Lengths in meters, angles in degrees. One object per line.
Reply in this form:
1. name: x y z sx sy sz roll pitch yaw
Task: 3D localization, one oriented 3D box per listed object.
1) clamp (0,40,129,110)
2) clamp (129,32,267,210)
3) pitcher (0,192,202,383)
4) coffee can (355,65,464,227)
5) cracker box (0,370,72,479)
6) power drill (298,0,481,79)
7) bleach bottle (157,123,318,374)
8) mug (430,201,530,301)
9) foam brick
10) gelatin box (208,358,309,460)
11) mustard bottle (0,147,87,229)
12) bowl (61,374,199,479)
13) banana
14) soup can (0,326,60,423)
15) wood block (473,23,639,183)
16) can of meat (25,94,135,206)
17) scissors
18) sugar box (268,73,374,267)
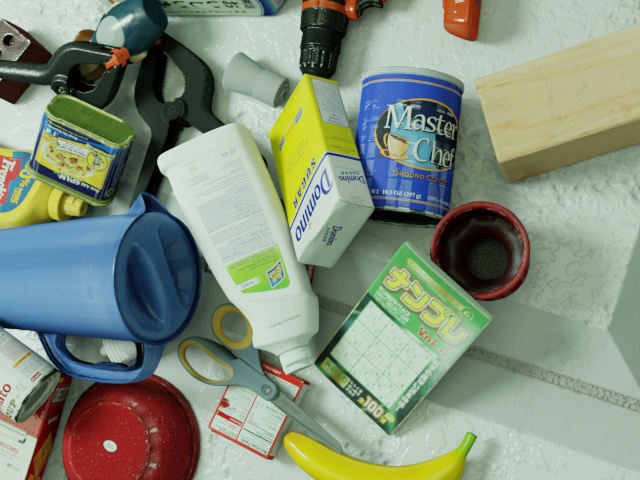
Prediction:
1. clamp: -0.275 -0.160 1.170 0.172 0.039 0.120 -10 122 28
2. clamp: -0.143 -0.135 1.162 0.165 0.036 0.210 -12 76 17
3. pitcher: -0.253 0.049 1.101 0.243 0.145 0.149 -2 43 32
4. coffee can: 0.084 -0.090 1.056 0.103 0.102 0.140 5 83 17
5. cracker box: -0.379 0.223 1.145 0.164 0.072 0.213 16 85 4
6. power drill: 0.071 -0.249 1.109 0.188 0.057 0.184 6 83 17
7. bleach bottle: -0.073 0.015 1.066 0.102 0.068 0.251 -23 79 10
8. mug: 0.150 0.024 1.030 0.093 0.081 0.117 43 94 18
9. foam brick: -0.360 -0.206 1.230 0.053 0.051 0.078 39 93 18
10. gelatin box: -0.063 0.170 1.096 0.073 0.030 0.089 24 85 18
11. mustard bottle: -0.348 -0.059 1.198 0.192 0.058 0.096 15 65 17
12. bowl: -0.211 0.216 1.119 0.162 0.055 0.162 -3 81 15
13. banana: 0.057 0.224 1.052 0.198 0.037 0.069 -2 68 15
14. soup can: -0.324 0.129 1.082 0.102 0.068 0.068 35 92 6
15. wood block: 0.263 -0.135 1.018 0.206 0.090 0.090 -17 76 13
16. can of meat: -0.257 -0.098 1.150 0.102 0.057 0.084 24 125 -3
17. scissors: -0.050 0.131 1.075 0.202 0.016 0.096 21 83 18
18. sugar box: -0.003 -0.070 1.054 0.093 0.048 0.176 -56 34 39
